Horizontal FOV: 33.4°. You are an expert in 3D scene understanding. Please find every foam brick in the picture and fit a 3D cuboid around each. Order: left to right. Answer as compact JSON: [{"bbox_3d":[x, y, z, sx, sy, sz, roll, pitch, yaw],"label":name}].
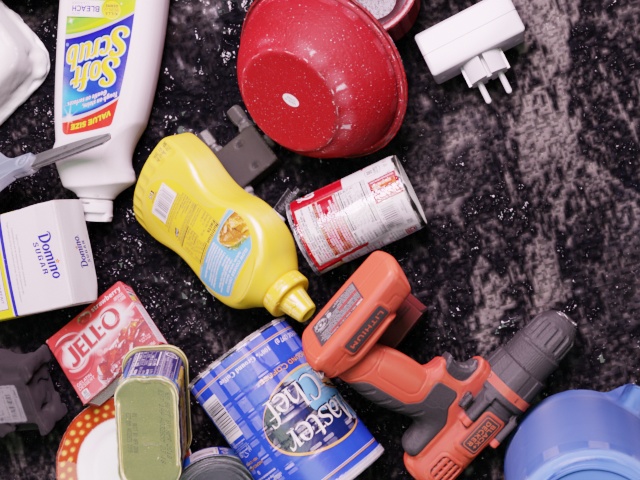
[{"bbox_3d":[0.046,0.073,0.904,0.053,0.051,0.078,41,96,8],"label":"foam brick"}]

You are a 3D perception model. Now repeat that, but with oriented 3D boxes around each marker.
[{"bbox_3d":[-0.056,0.001,0.941,0.020,0.020,0.121,41,96,9],"label":"marker"}]

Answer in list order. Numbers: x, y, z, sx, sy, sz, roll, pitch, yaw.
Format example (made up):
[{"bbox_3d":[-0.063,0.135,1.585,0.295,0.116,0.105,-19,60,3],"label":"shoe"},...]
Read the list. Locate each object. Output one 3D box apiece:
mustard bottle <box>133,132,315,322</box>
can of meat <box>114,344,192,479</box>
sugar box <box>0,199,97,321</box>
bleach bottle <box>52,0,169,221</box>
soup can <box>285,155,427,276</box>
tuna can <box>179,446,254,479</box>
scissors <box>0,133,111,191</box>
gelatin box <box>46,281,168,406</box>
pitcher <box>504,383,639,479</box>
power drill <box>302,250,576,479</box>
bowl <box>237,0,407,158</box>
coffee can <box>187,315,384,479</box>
[{"bbox_3d":[-0.075,0.000,0.897,0.192,0.058,0.096,42,125,23],"label":"mustard bottle"},{"bbox_3d":[-0.139,0.147,0.888,0.057,0.084,0.102,-2,101,-3],"label":"can of meat"},{"bbox_3d":[-0.284,0.026,0.952,0.176,0.048,0.093,-11,88,23],"label":"sugar box"},{"bbox_3d":[-0.185,-0.142,0.948,0.103,0.068,0.251,4,92,14],"label":"bleach bottle"},{"bbox_3d":[0.031,-0.021,0.900,0.102,0.068,0.068,-25,84,9],"label":"soup can"},{"bbox_3d":[-0.089,0.223,0.923,0.086,0.034,0.086,-1,94,-9],"label":"tuna can"},{"bbox_3d":[-0.270,-0.051,0.929,0.202,0.016,0.096,0,52,40],"label":"scissors"},{"bbox_3d":[-0.190,0.093,0.949,0.089,0.030,0.073,-38,68,4],"label":"gelatin box"},{"bbox_3d":[0.190,0.196,0.776,0.145,0.242,0.149,-12,86,12],"label":"pitcher"},{"bbox_3d":[0.094,0.092,0.851,0.187,0.057,0.184,39,95,-22],"label":"power drill"},{"bbox_3d":[-0.012,-0.125,0.870,0.162,0.055,0.162,21,134,23],"label":"bowl"},{"bbox_3d":[-0.029,0.149,0.890,0.103,0.102,0.140,-38,82,8],"label":"coffee can"}]
